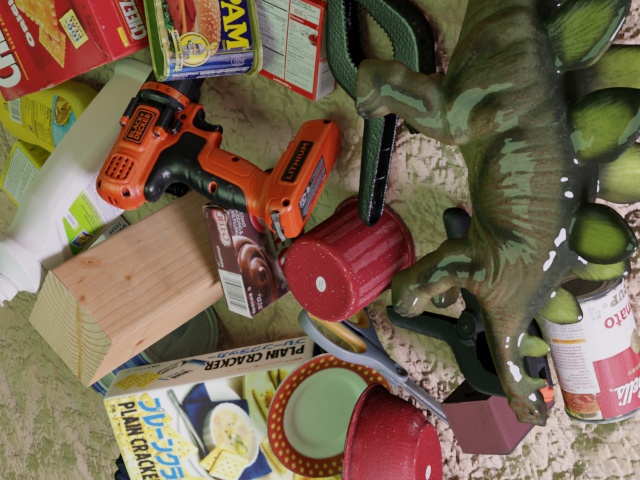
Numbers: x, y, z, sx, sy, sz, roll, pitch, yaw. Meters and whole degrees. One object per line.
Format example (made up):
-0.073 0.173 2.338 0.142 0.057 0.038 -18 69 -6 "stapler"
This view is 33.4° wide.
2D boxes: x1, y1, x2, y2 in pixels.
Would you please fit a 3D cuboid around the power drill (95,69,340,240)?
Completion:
-0.081 -0.090 0.929 0.188 0.184 0.057 17 160 17 "power drill"

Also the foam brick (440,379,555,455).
0.148 0.136 0.890 0.053 0.078 0.051 -13 107 47 "foam brick"

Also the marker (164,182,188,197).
-0.183 -0.064 1.120 0.121 0.020 0.020 14 124 37 "marker"

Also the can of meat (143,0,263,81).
-0.100 -0.185 0.889 0.057 0.083 0.102 174 88 -73 "can of meat"

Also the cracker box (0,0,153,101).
-0.249 -0.226 0.961 0.214 0.072 0.164 -6 110 48 "cracker box"

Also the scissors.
0.064 0.107 0.985 0.201 0.096 0.016 33 121 -18 "scissors"

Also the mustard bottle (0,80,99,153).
-0.263 -0.125 1.128 0.192 0.058 0.096 29 131 28 "mustard bottle"

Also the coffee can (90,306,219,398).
-0.190 0.115 1.177 0.141 0.102 0.103 -32 92 49 "coffee can"

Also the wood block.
-0.162 0.038 1.024 0.090 0.205 0.091 47 137 9 "wood block"

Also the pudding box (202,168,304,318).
-0.057 0.001 0.989 0.039 0.089 0.113 15 125 39 "pudding box"

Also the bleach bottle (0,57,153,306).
-0.224 -0.048 0.985 0.068 0.250 0.102 24 155 32 "bleach bottle"

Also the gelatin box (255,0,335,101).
-0.020 -0.171 0.890 0.073 0.030 0.089 30 133 29 "gelatin box"

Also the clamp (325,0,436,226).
0.068 -0.119 0.834 0.165 0.036 0.210 -9 105 38 "clamp"

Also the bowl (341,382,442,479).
0.072 0.210 0.963 0.055 0.162 0.162 -2 115 22 "bowl"

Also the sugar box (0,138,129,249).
-0.288 -0.034 1.220 0.176 0.048 0.093 46 138 6 "sugar box"

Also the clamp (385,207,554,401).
0.127 0.056 0.850 0.172 0.039 0.120 40 124 38 "clamp"

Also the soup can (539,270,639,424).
0.206 0.077 0.806 0.069 0.068 0.102 -2 112 44 "soup can"

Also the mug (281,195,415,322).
0.013 0.019 0.939 0.117 0.081 0.093 1 116 43 "mug"
